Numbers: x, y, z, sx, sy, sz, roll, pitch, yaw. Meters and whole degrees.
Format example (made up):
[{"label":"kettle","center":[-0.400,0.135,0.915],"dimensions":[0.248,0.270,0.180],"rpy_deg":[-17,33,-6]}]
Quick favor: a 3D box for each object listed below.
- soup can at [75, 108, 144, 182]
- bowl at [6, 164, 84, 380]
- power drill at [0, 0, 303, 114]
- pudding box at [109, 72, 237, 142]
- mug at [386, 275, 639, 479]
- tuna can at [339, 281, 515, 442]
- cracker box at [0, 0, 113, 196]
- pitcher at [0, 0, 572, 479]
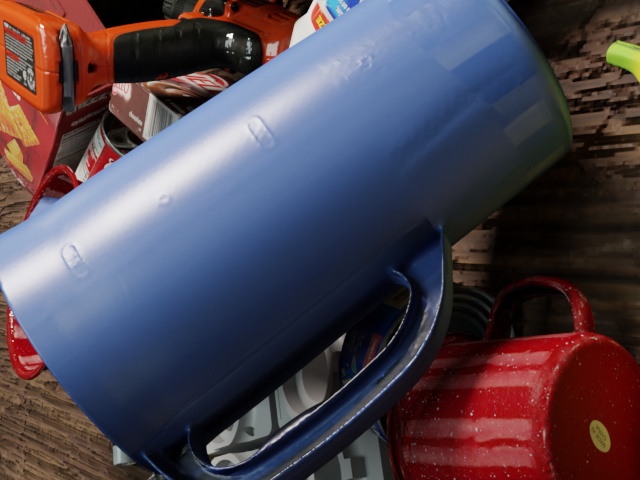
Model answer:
[{"label":"soup can","center":[-0.159,-0.051,0.852],"dimensions":[0.102,0.068,0.068],"rpy_deg":[-52,46,39]},{"label":"bowl","center":[-0.185,0.027,0.801],"dimensions":[0.162,0.055,0.162],"rpy_deg":[-28,57,53]},{"label":"power drill","center":[-0.113,-0.134,0.693],"dimensions":[0.185,0.187,0.057],"rpy_deg":[31,128,50]},{"label":"pudding box","center":[-0.081,-0.084,0.722],"dimensions":[0.114,0.089,0.039],"rpy_deg":[42,124,48]},{"label":"mug","center":[0.092,0.071,0.462],"dimensions":[0.082,0.093,0.117],"rpy_deg":[-13,58,50]},{"label":"tuna can","center":[0.052,0.060,0.516],"dimensions":[0.034,0.086,0.086],"rpy_deg":[20,102,56]},{"label":"cracker box","center":[-0.243,-0.146,0.885],"dimensions":[0.164,0.072,0.214],"rpy_deg":[56,154,4]},{"label":"pitcher","center":[-0.007,-0.008,0.476],"dimensions":[0.243,0.149,0.145],"rpy_deg":[-36,14,1]}]
